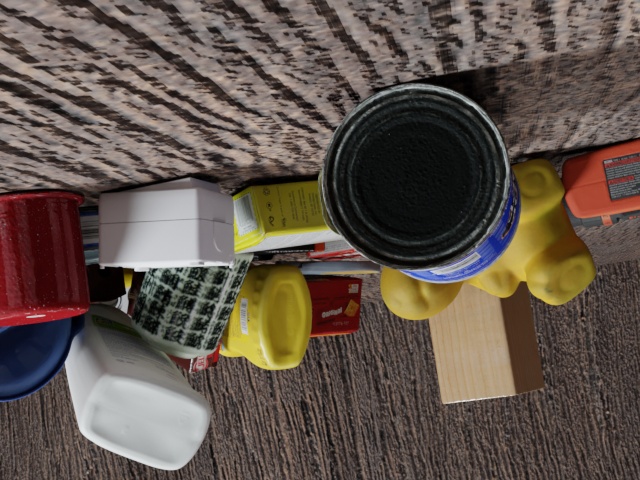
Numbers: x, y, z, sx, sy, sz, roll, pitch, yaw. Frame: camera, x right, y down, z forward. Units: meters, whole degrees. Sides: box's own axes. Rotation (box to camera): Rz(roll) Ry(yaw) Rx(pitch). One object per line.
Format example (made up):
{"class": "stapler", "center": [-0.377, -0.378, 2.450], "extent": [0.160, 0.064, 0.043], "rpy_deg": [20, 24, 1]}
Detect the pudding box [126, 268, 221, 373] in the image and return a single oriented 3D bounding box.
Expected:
{"class": "pudding box", "center": [-0.138, 0.062, 1.028], "extent": [0.039, 0.090, 0.114], "rpy_deg": [-6, -155, -43]}

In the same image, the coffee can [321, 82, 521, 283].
{"class": "coffee can", "center": [0.065, -0.029, 0.637], "extent": [0.103, 0.103, 0.140], "rpy_deg": [-10, 173, 12]}

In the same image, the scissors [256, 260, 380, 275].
{"class": "scissors", "center": [-0.036, 0.031, 1.174], "extent": [0.201, 0.016, 0.096], "rpy_deg": [0, 175, -11]}

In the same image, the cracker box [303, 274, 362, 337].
{"class": "cracker box", "center": [-0.084, 0.071, 1.258], "extent": [0.214, 0.072, 0.163], "rpy_deg": [4, -177, 39]}

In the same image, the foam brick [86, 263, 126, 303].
{"class": "foam brick", "center": [-0.230, 0.033, 1.002], "extent": [0.078, 0.053, 0.051], "rpy_deg": [-7, 173, -27]}

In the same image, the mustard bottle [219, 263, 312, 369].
{"class": "mustard bottle", "center": [-0.078, 0.067, 1.045], "extent": [0.058, 0.096, 0.192], "rpy_deg": [-3, -177, -30]}

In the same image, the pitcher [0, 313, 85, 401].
{"class": "pitcher", "center": [-0.332, 0.073, 0.913], "extent": [0.243, 0.149, 0.144], "rpy_deg": [-12, -144, 48]}

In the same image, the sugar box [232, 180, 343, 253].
{"class": "sugar box", "center": [0.009, -0.024, 0.864], "extent": [0.175, 0.048, 0.093], "rpy_deg": [-10, 175, -29]}

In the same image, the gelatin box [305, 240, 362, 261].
{"class": "gelatin box", "center": [0.033, 0.002, 1.181], "extent": [0.089, 0.030, 0.073], "rpy_deg": [-11, 173, 14]}

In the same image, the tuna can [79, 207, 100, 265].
{"class": "tuna can", "center": [-0.189, -0.001, 0.834], "extent": [0.086, 0.034, 0.086], "rpy_deg": [-9, 174, -1]}

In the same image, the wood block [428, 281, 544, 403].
{"class": "wood block", "center": [0.175, 0.070, 1.181], "extent": [0.090, 0.206, 0.090], "rpy_deg": [-13, 172, 32]}

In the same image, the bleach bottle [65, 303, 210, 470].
{"class": "bleach bottle", "center": [-0.171, 0.109, 0.926], "extent": [0.102, 0.068, 0.251], "rpy_deg": [25, -176, -22]}

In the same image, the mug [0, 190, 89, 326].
{"class": "mug", "center": [-0.211, 0.017, 0.751], "extent": [0.093, 0.081, 0.117], "rpy_deg": [-5, 172, -32]}
